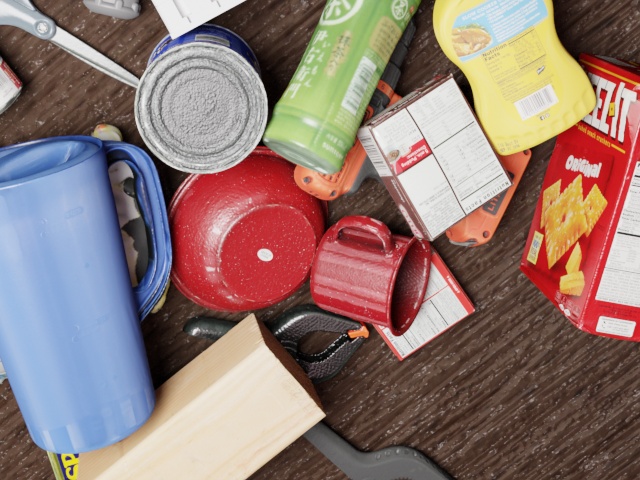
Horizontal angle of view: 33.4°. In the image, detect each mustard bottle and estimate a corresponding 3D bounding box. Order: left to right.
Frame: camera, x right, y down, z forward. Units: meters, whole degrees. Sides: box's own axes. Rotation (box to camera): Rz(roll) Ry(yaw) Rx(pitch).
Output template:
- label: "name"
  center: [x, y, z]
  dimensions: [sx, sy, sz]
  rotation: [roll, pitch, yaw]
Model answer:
- label: "mustard bottle"
  center: [0.146, -0.171, 0.873]
  dimensions: [0.096, 0.058, 0.191]
  rotation: [-27, 113, 9]

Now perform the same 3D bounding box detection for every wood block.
- label: "wood block"
  center: [-0.108, 0.171, 0.948]
  dimensions: [0.206, 0.091, 0.090]
  rotation: [-38, 108, 2]

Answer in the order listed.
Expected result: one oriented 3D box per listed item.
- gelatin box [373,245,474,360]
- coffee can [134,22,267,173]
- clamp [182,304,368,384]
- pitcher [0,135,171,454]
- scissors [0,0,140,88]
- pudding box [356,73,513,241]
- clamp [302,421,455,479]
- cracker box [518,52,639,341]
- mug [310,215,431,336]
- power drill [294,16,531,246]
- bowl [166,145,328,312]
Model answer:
- label: "gelatin box"
  center: [0.089, 0.059, 1.012]
  dimensions: [0.089, 0.030, 0.073]
  rotation: [-35, 108, 6]
- label: "coffee can"
  center: [-0.097, -0.121, 0.881]
  dimensions: [0.102, 0.140, 0.103]
  rotation: [-1, 107, -5]
- label: "clamp"
  center: [-0.043, 0.100, 1.009]
  dimensions: [0.171, 0.039, 0.120]
  rotation: [-27, 112, -2]
- label: "pitcher"
  center: [-0.202, 0.041, 0.864]
  dimensions: [0.149, 0.145, 0.243]
  rotation: [-6, 112, 14]
- label: "scissors"
  center: [-0.238, -0.202, 0.908]
  dimensions: [0.201, 0.016, 0.096]
  rotation: [16, 107, -10]
- label: "pudding box"
  center: [0.096, -0.069, 0.893]
  dimensions: [0.090, 0.039, 0.113]
  rotation: [-33, 103, -12]
- label: "clamp"
  center: [0.039, 0.255, 1.064]
  dimensions: [0.210, 0.036, 0.165]
  rotation: [14, 105, -9]
- label: "cracker box"
  center: [0.250, -0.043, 0.924]
  dimensions: [0.072, 0.164, 0.214]
  rotation: [9, 107, -10]
- label: "mug"
  center: [0.041, 0.023, 0.940]
  dimensions: [0.082, 0.093, 0.117]
  rotation: [14, 144, 24]
- label: "power drill"
  center: [0.089, -0.092, 0.940]
  dimensions: [0.187, 0.057, 0.184]
  rotation: [27, 86, -15]
- label: "bowl"
  center: [-0.056, 0.001, 0.941]
  dimensions: [0.161, 0.055, 0.162]
  rotation: [-10, 116, -21]
